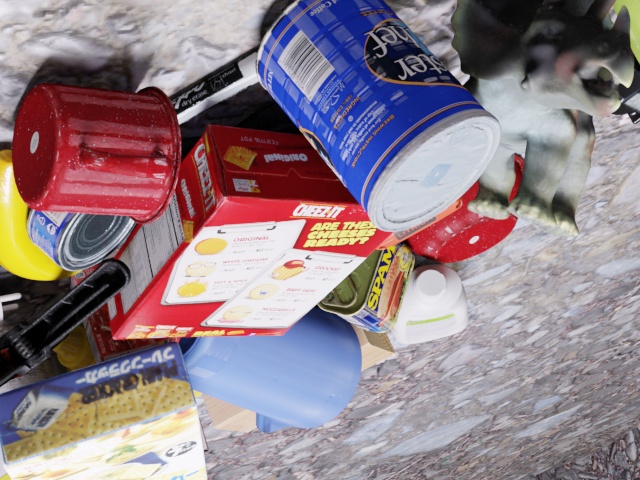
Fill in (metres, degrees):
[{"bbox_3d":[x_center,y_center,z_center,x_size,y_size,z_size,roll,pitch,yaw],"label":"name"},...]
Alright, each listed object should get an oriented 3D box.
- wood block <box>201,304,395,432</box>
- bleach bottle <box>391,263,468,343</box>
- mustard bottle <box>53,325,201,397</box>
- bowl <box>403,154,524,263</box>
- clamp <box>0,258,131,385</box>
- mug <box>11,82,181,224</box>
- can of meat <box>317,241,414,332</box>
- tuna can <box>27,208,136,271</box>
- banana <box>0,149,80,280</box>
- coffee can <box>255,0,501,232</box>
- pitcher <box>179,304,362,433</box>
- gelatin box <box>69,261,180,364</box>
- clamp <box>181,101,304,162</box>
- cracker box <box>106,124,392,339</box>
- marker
[{"bbox_3d":[-0.033,0.133,1.224,0.206,0.091,0.090,-31,157,15],"label":"wood block"},{"bbox_3d":[0.125,0.066,1.202,0.102,0.068,0.251,-15,168,-1],"label":"bleach bottle"},{"bbox_3d":[-0.195,0.120,1.063,0.096,0.058,0.191,-23,152,24],"label":"mustard bottle"},{"bbox_3d":[0.150,-0.023,1.105,0.162,0.055,0.162,-20,157,-9],"label":"bowl"},{"bbox_3d":[-0.244,0.091,0.851,0.164,0.036,0.210,-38,-177,-33],"label":"clamp"},{"bbox_3d":[-0.141,-0.055,0.684,0.081,0.117,0.093,2,104,-37],"label":"mug"},{"bbox_3d":[0.048,0.036,1.066,0.058,0.102,0.083,13,168,31],"label":"can of meat"},{"bbox_3d":[-0.170,-0.020,0.783,0.086,0.034,0.086,-44,160,-20],"label":"tuna can"},{"bbox_3d":[-0.220,-0.009,0.806,0.069,0.037,0.197,-48,161,-8],"label":"banana"},{"bbox_3d":[0.036,-0.090,0.708,0.102,0.140,0.103,-30,154,-17],"label":"coffee can"},{"bbox_3d":[-0.068,0.094,1.058,0.145,0.149,0.242,-19,154,28],"label":"pitcher"},{"bbox_3d":[-0.170,0.059,0.927,0.073,0.089,0.030,-14,154,-23],"label":"gelatin box"},{"bbox_3d":[-0.062,-0.069,0.819,0.171,0.039,0.120,-29,162,5],"label":"clamp"},{"bbox_3d":[-0.055,0.001,0.833,0.163,0.072,0.214,2,148,-33],"label":"cracker box"},{"bbox_3d":[-0.092,-0.096,0.754,0.121,0.020,0.020,-28,157,10],"label":"marker"}]
